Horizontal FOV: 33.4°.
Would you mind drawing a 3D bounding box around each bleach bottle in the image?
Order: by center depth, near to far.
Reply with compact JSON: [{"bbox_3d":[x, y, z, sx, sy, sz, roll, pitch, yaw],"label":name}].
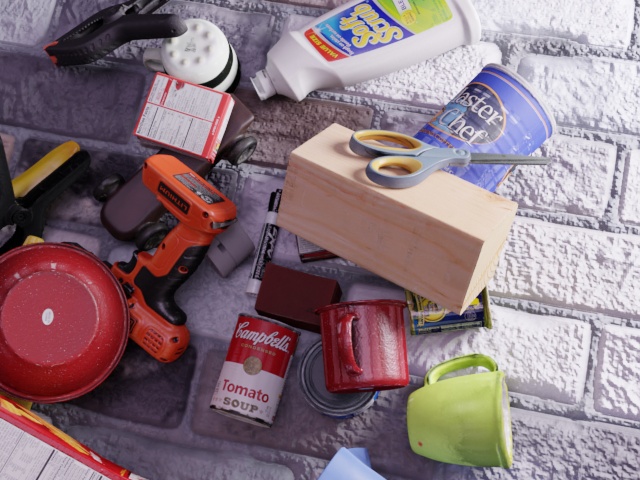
[{"bbox_3d":[0.044,-0.215,1.183,0.251,0.068,0.102,-26,72,0],"label":"bleach bottle"}]

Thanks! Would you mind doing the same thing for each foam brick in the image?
[{"bbox_3d":[-0.023,0.062,1.112,0.078,0.051,0.053,15,76,10],"label":"foam brick"}]

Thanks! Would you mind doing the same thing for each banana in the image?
[{"bbox_3d":[-0.357,-0.053,1.189,0.198,0.037,0.069,-18,73,0],"label":"banana"}]

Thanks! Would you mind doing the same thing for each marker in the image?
[{"bbox_3d":[-0.058,0.001,1.151,0.020,0.020,0.121,11,75,9],"label":"marker"}]

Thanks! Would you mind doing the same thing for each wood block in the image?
[{"bbox_3d":[0.072,-0.024,1.038,0.206,0.090,0.090,26,35,19],"label":"wood block"}]

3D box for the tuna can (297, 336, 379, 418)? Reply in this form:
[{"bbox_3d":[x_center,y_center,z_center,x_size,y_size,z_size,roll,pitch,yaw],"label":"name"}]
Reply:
[{"bbox_3d":[0.020,0.139,1.094,0.086,0.034,0.086,-2,73,6],"label":"tuna can"}]

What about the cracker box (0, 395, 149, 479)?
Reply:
[{"bbox_3d":[-0.239,0.221,1.005,0.213,0.164,0.072,29,78,-3],"label":"cracker box"}]

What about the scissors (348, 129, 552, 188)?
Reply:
[{"bbox_3d":[0.126,-0.070,1.023,0.202,0.016,0.096,10,36,1],"label":"scissors"}]

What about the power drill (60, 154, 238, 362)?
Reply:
[{"bbox_3d":[-0.182,0.008,1.104,0.184,0.057,0.188,36,113,14],"label":"power drill"}]

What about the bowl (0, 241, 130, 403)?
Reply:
[{"bbox_3d":[-0.264,0.078,1.040,0.162,0.055,0.162,2,81,-15],"label":"bowl"}]

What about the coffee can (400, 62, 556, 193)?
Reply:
[{"bbox_3d":[0.160,-0.101,1.114,0.140,0.103,0.103,-44,74,-7],"label":"coffee can"}]

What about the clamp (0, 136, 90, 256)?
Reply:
[{"bbox_3d":[-0.332,-0.040,1.140,0.171,0.120,0.039,-59,39,8],"label":"clamp"}]

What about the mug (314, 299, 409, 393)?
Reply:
[{"bbox_3d":[0.040,0.103,1.026,0.093,0.117,0.081,-7,78,14],"label":"mug"}]

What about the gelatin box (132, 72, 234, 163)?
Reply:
[{"bbox_3d":[-0.145,-0.130,1.134,0.089,0.030,0.073,18,84,9],"label":"gelatin box"}]

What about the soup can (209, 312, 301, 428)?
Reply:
[{"bbox_3d":[-0.067,0.132,1.088,0.068,0.068,0.102,15,76,10],"label":"soup can"}]

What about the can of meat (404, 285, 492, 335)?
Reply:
[{"bbox_3d":[0.128,0.045,1.100,0.084,0.057,0.102,-7,72,7],"label":"can of meat"}]

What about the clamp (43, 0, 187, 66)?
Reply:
[{"bbox_3d":[-0.219,-0.239,1.191,0.210,0.036,0.164,-23,32,15],"label":"clamp"}]
